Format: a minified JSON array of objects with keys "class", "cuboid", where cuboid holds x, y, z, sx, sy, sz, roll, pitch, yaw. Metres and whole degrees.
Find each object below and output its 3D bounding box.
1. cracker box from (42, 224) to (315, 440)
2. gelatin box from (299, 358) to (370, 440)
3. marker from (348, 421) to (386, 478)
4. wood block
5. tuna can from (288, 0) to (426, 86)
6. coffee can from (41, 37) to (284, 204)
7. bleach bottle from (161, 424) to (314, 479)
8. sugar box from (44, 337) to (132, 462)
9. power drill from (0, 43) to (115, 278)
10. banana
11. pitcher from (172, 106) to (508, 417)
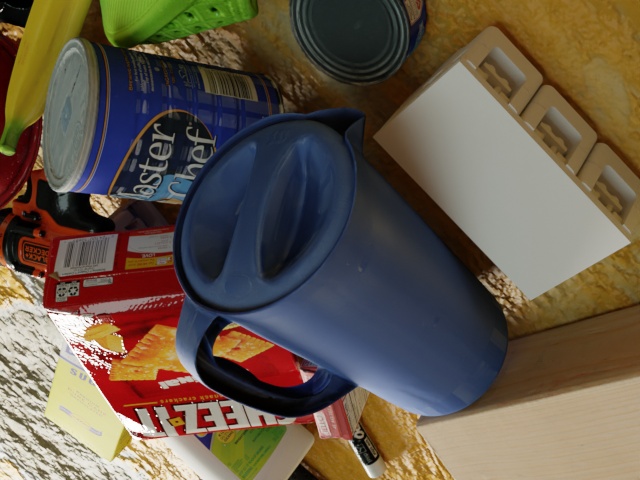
[{"class":"cracker box","cuboid":[-0.099,0.076,0.831,0.164,0.072,0.213,-6,142,7]},{"class":"gelatin box","cuboid":[0.016,0.103,0.854,0.030,0.089,0.073,0,124,23]},{"class":"marker","cuboid":[0.024,0.160,0.946,0.020,0.020,0.121,-12,116,40]},{"class":"wood block","cuboid":[0.184,0.118,0.753,0.207,0.090,0.091,-23,109,44]},{"class":"tuna can","cuboid":[0.025,-0.145,0.690,0.086,0.033,0.086,18,132,21]},{"class":"coffee can","cuboid":[-0.109,-0.077,0.738,0.140,0.103,0.103,6,146,-29]},{"class":"bleach bottle","cuboid":[-0.131,0.139,0.974,0.251,0.102,0.068,39,154,1]},{"class":"sugar box","cuboid":[-0.222,0.144,1.082,0.093,0.048,0.176,33,137,8]},{"class":"power drill","cuboid":[-0.231,-0.063,0.867,0.185,0.057,0.188,12,107,26]},{"class":"banana","cuboid":[-0.183,-0.154,0.750,0.037,0.070,0.198,13,121,-26]},{"class":"pitcher","cuboid":[0.021,0.039,0.702,0.149,0.145,0.242,-21,143,26]}]
